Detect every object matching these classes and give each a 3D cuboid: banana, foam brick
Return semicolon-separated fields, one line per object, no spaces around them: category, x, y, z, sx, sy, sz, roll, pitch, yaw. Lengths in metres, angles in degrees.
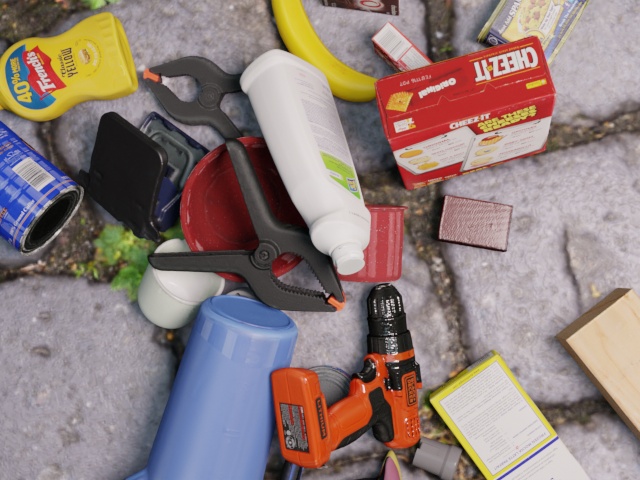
banana;0.002;-0.219;1.208;0.198;0.037;0.069;44;87;6
foam brick;0.170;-0.019;1.176;0.078;0.053;0.051;10;90;7

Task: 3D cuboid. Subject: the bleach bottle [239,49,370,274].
bleach bottle;-0.008;-0.078;1.105;0.068;0.102;0.251;-38;53;30

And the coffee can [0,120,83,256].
coffee can;-0.356;-0.065;1.212;0.140;0.102;0.103;39;93;5

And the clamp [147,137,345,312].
clamp;-0.057;0.001;1.124;0.210;0.036;0.165;28;103;-2

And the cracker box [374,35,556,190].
cracker box;0.150;-0.126;1.098;0.164;0.213;0.072;-16;78;6

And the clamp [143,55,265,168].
clamp;-0.121;-0.152;1.220;0.171;0.039;0.120;11;87;6

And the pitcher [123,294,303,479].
pitcher;-0.096;0.189;1.145;0.145;0.149;0.243;24;104;28

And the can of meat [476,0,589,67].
can of meat;0.234;-0.242;1.171;0.084;0.057;0.102;32;93;4

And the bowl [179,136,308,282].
bowl;-0.080;-0.036;1.187;0.162;0.055;0.162;-2;99;-16

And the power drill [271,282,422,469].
power drill;0.034;0.149;1.128;0.057;0.187;0.184;-3;97;46

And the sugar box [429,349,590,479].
sugar box;0.208;0.218;1.172;0.093;0.048;0.176;-36;89;4

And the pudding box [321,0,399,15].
pudding box;0.044;-0.284;1.165;0.090;0.113;0.039;10;87;6

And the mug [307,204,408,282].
mug;0.039;0.002;1.167;0.117;0.093;0.081;-1;94;-26

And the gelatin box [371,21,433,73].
gelatin box;0.098;-0.195;1.177;0.089;0.073;0.030;45;94;5

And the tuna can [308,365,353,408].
tuna can;0.004;0.184;1.200;0.086;0.033;0.086;0;89;7

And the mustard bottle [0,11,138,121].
mustard bottle;-0.313;-0.190;1.232;0.191;0.058;0.096;-17;86;6
